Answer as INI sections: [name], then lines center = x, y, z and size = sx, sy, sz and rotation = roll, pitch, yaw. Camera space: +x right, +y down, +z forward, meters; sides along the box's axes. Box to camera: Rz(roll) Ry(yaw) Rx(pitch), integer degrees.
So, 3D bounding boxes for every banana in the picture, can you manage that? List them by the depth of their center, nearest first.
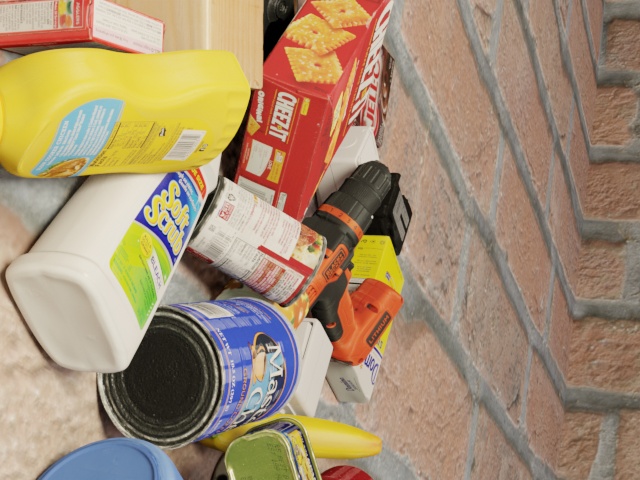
[banana]
center = -0.036, 0.175, 0.943
size = 0.197, 0.070, 0.037
rotation = 12, 92, -39

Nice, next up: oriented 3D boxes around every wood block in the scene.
[wood block]
center = -0.098, -0.213, 0.768
size = 0.090, 0.090, 0.206
rotation = -9, 101, -67

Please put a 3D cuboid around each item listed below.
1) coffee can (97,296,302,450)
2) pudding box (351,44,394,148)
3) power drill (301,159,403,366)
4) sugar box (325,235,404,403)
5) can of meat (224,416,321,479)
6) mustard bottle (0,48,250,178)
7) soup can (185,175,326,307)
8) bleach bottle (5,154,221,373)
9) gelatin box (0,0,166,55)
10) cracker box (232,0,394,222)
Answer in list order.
[coffee can]
center = -0.087, 0.096, 0.808
size = 0.140, 0.103, 0.103
rotation = 2, 90, -68
[pudding box]
center = 0.047, -0.170, 1.202
size = 0.090, 0.039, 0.113
rotation = 34, 61, -64
[power drill]
center = 0.028, 0.031, 1.093
size = 0.184, 0.057, 0.187
rotation = -51, 145, -17
[sugar box]
center = 0.050, 0.089, 1.229
size = 0.093, 0.048, 0.176
rotation = 65, 33, -49
[can of meat]
center = -0.033, 0.192, 0.824
size = 0.084, 0.057, 0.102
rotation = 33, 38, -81
[mustard bottle]
center = -0.142, -0.076, 0.648
size = 0.191, 0.096, 0.058
rotation = -7, 65, -41
[soup can]
center = -0.056, 0.001, 0.860
size = 0.102, 0.069, 0.068
rotation = 31, 53, -18
[bleach bottle]
center = -0.126, -0.030, 0.756
size = 0.250, 0.068, 0.102
rotation = -69, 153, -44
[gelatin box]
center = -0.149, -0.130, 0.667
size = 0.089, 0.073, 0.030
rotation = -1, 92, -68
[cracker box]
center = -0.004, -0.130, 0.959
size = 0.213, 0.072, 0.164
rotation = -63, 173, -46
